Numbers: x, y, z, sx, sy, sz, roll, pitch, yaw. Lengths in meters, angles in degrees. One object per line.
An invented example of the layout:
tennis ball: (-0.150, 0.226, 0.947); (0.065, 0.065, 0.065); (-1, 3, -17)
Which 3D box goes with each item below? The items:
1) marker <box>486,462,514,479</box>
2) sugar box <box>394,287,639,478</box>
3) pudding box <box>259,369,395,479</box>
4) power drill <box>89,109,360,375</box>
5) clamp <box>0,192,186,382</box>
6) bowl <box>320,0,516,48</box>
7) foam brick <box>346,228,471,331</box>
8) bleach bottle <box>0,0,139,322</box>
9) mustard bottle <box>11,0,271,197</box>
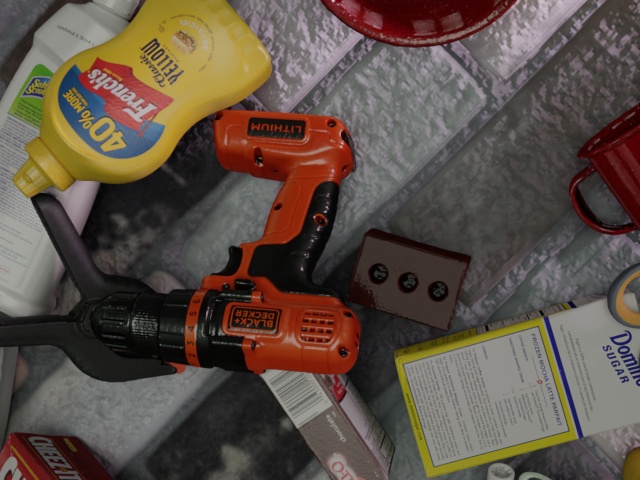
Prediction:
marker: (0.123, 0.215, 0.773); (0.020, 0.020, 0.121); (7, 118, 7)
sugar box: (0.149, 0.101, 0.768); (0.176, 0.048, 0.093); (-16, 92, 5)
pudding box: (0.008, 0.124, 0.767); (0.039, 0.090, 0.113); (-33, 89, 7)
power drill: (-0.055, 0.001, 0.741); (0.184, 0.057, 0.187); (5, 65, 9)
clamp: (-0.167, 0.043, 0.777); (0.171, 0.039, 0.120); (23, 96, -30)
bowl: (0.065, -0.212, 0.699); (0.162, 0.055, 0.162); (2, 120, 2)
foam brick: (0.064, 0.027, 0.770); (0.078, 0.051, 0.053); (16, 97, 6)
bleach bottle: (-0.196, -0.072, 0.796); (0.102, 0.068, 0.251); (28, 95, 0)
mustard bottle: (-0.134, -0.096, 0.742); (0.191, 0.058, 0.096); (-40, 86, -6)
